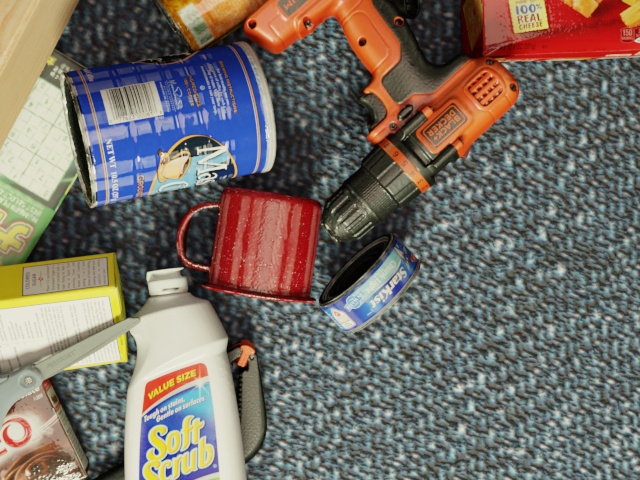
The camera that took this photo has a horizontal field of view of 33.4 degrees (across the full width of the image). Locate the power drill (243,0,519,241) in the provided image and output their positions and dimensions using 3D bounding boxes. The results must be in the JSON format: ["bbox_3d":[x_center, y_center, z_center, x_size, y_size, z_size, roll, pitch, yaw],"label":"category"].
[{"bbox_3d":[0.029,-0.117,0.818,0.184,0.057,0.187,-42,89,1],"label":"power drill"}]

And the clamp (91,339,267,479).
[{"bbox_3d":[-0.115,0.176,0.885,0.164,0.036,0.210,19,93,-7],"label":"clamp"}]

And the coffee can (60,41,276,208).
[{"bbox_3d":[-0.116,-0.089,0.809,0.140,0.103,0.103,-13,99,-17],"label":"coffee can"}]

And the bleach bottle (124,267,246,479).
[{"bbox_3d":[-0.114,0.148,0.835,0.102,0.068,0.251,-7,89,5],"label":"bleach bottle"}]

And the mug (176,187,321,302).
[{"bbox_3d":[-0.056,0.001,0.849,0.117,0.093,0.081,8,91,-4],"label":"mug"}]

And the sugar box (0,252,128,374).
[{"bbox_3d":[-0.241,0.063,0.828,0.176,0.048,0.093,-5,135,-6],"label":"sugar box"}]

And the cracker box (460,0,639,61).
[{"bbox_3d":[0.198,-0.255,0.864,0.164,0.072,0.214,-3,96,-9],"label":"cracker box"}]

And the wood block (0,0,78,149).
[{"bbox_3d":[-0.265,-0.127,0.779,0.090,0.091,0.206,26,84,-2],"label":"wood block"}]

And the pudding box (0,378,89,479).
[{"bbox_3d":[-0.256,0.169,0.861,0.113,0.039,0.090,-24,100,-5],"label":"pudding box"}]

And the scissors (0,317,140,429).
[{"bbox_3d":[-0.241,0.096,0.811,0.202,0.016,0.096,-43,108,8],"label":"scissors"}]

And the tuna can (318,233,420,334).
[{"bbox_3d":[0.039,0.034,0.867,0.086,0.086,0.033,-44,100,-2],"label":"tuna can"}]
